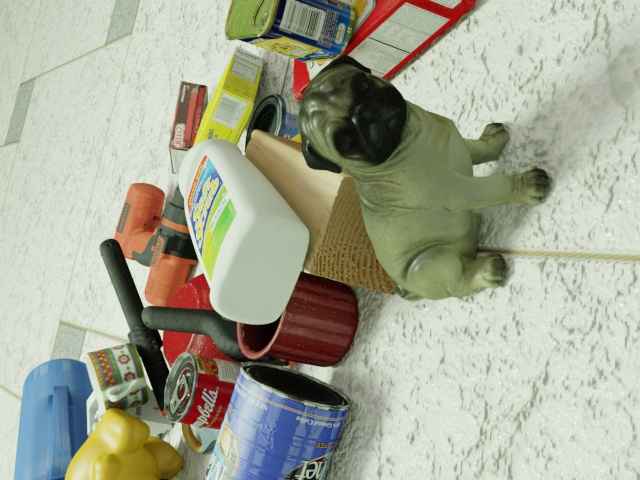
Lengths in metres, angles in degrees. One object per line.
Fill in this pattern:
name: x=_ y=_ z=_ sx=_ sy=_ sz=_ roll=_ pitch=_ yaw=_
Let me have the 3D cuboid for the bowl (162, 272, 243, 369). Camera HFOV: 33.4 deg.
bowl: x=-0.133 y=0.098 z=1.192 sx=0.162 sy=0.055 sz=0.162 roll=-35 pitch=47 yaw=49

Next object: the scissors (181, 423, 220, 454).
scissors: x=-0.102 y=0.213 z=1.111 sx=0.202 sy=0.016 sz=0.096 roll=38 pitch=137 yaw=43

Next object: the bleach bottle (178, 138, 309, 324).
bleach bottle: x=-0.087 y=-0.025 z=0.974 sx=0.103 sy=0.068 sz=0.251 roll=-67 pitch=27 yaw=15

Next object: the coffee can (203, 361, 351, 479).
coffee can: x=-0.043 y=0.190 z=0.934 sx=0.103 sy=0.102 sz=0.140 roll=28 pitch=101 yaw=61

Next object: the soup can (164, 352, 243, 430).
soup can: x=-0.092 y=0.152 z=1.042 sx=0.069 sy=0.102 sz=0.068 roll=-36 pitch=46 yaw=49

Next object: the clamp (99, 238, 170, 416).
clamp: x=-0.209 y=0.107 z=1.252 sx=0.164 sy=0.036 sz=0.210 roll=80 pitch=165 yaw=-51

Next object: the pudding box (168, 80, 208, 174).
pudding box: x=-0.166 y=-0.139 z=1.345 sx=0.113 sy=0.039 sz=0.090 roll=105 pitch=174 yaw=-76

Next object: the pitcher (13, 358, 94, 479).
pitcher: x=-0.335 y=0.263 z=1.394 sx=0.149 sy=0.144 sz=0.243 roll=-39 pitch=36 yaw=16

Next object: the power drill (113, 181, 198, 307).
power drill: x=-0.205 y=-0.021 z=1.378 sx=0.188 sy=0.057 sz=0.184 roll=29 pitch=102 yaw=61

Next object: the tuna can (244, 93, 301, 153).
tuna can: x=-0.050 y=-0.117 z=1.173 sx=0.086 sy=0.033 sz=0.086 roll=-36 pitch=46 yaw=49

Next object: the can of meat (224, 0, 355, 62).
can of meat: x=-0.028 y=-0.200 z=0.975 sx=0.102 sy=0.083 sz=0.057 roll=14 pitch=89 yaw=63

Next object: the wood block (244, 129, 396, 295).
wood block: x=0.000 y=-0.031 z=0.980 sx=0.206 sy=0.090 sz=0.090 roll=34 pitch=107 yaw=61

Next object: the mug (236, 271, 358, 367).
mug: x=-0.022 y=0.063 z=0.983 sx=0.093 sy=0.081 sz=0.117 roll=-60 pitch=32 yaw=25

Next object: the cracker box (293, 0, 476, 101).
cracker box: x=0.056 y=-0.241 z=1.009 sx=0.214 sy=0.072 sz=0.164 roll=-35 pitch=47 yaw=51

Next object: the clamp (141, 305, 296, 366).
clamp: x=-0.095 y=0.082 z=1.069 sx=0.172 sy=0.120 sz=0.039 roll=33 pitch=146 yaw=43

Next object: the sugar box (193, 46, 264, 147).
sugar box: x=-0.106 y=-0.155 z=1.227 sx=0.093 sy=0.048 sz=0.176 roll=-62 pitch=13 yaw=22
